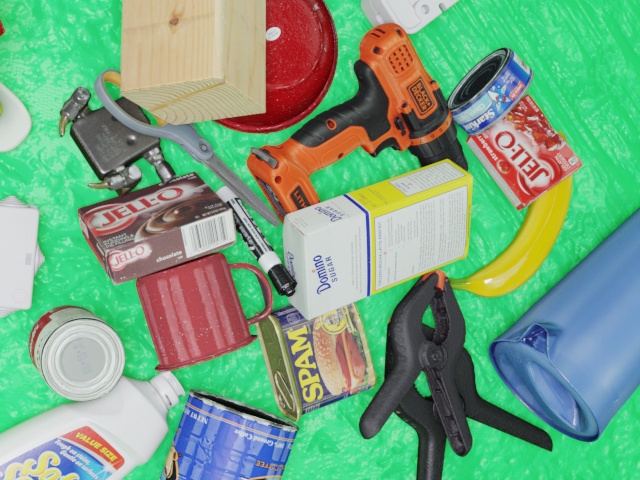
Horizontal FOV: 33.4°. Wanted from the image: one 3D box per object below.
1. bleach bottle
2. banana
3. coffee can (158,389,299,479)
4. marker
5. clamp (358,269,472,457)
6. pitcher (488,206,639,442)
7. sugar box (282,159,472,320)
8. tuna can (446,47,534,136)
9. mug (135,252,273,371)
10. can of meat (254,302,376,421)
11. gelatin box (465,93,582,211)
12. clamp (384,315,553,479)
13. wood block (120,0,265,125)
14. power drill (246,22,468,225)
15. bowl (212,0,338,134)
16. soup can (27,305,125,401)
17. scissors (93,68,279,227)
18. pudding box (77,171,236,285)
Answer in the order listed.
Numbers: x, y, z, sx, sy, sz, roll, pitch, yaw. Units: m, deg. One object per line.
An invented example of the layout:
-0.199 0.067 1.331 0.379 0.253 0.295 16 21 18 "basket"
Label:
-0.228 0.184 0.894 0.250 0.068 0.102 -35 104 -18 "bleach bottle"
0.204 -0.014 1.056 0.069 0.037 0.197 39 79 -17 "banana"
-0.088 0.212 0.923 0.102 0.103 0.140 21 85 -19 "coffee can"
-0.056 0.001 0.935 0.020 0.020 0.121 -27 63 -17 "marker"
0.104 0.116 0.986 0.120 0.039 0.171 27 71 -31 "clamp"
0.293 0.077 1.053 0.242 0.149 0.145 -42 90 -17 "pitcher"
0.052 -0.003 0.952 0.176 0.048 0.093 -18 126 -23 "sugar box"
0.158 -0.141 1.009 0.033 0.086 0.086 41 78 -15 "tuna can"
-0.099 0.056 0.920 0.117 0.093 0.081 -17 93 -9 "mug"
-0.004 0.102 0.975 0.083 0.058 0.102 -17 98 -22 "can of meat"
0.197 -0.085 1.036 0.073 0.030 0.089 -35 83 -6 "gelatin box"
0.130 0.160 1.034 0.164 0.036 0.210 -24 97 -18 "clamp"
-0.102 -0.210 0.870 0.091 0.090 0.206 -5 77 22 "wood block"
0.039 -0.077 0.971 0.187 0.057 0.184 -40 124 -11 "power drill"
-0.050 -0.177 0.948 0.162 0.055 0.162 -1 92 -20 "bowl"
-0.201 0.091 0.878 0.068 0.102 0.068 -1 93 -20 "soup can"
-0.107 -0.097 0.935 0.201 0.016 0.096 33 47 -27 "scissors"
-0.139 -0.012 0.901 0.113 0.090 0.039 -18 122 -20 "pudding box"
